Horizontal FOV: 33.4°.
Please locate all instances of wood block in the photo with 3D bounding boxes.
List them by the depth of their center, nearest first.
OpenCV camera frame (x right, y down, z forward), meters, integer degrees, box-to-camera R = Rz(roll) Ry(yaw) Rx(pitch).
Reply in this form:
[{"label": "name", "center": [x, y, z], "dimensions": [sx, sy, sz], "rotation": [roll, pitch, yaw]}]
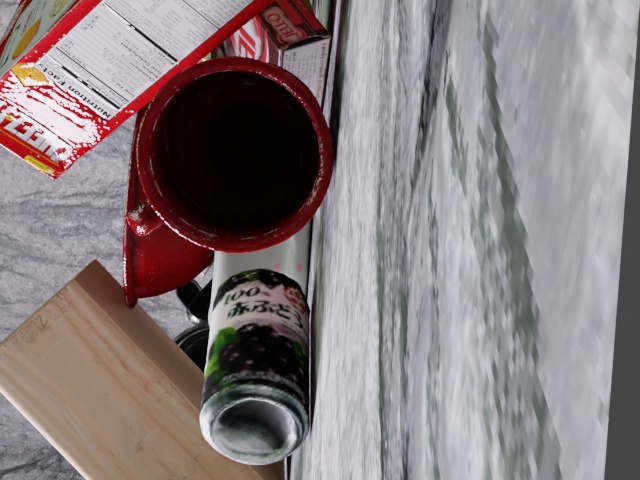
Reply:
[{"label": "wood block", "center": [-0.125, 0.123, 0.743], "dimensions": [0.090, 0.206, 0.091], "rotation": [-41, 8, 3]}]

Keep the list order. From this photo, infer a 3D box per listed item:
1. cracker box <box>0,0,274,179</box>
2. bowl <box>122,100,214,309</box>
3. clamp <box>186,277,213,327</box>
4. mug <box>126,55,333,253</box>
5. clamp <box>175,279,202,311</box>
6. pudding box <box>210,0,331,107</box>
[{"label": "cracker box", "center": [-0.087, -0.150, 0.574], "dimensions": [0.214, 0.072, 0.164], "rotation": [-31, 34, 36]}, {"label": "bowl", "center": [-0.098, -0.031, 0.735], "dimensions": [0.162, 0.055, 0.162], "rotation": [-176, 91, -86]}, {"label": "clamp", "center": [-0.056, 0.001, 0.966], "dimensions": [0.164, 0.036, 0.210], "rotation": [-60, -5, 0]}, {"label": "mug", "center": [-0.048, -0.041, 0.539], "dimensions": [0.093, 0.117, 0.081], "rotation": [51, -170, -9]}, {"label": "clamp", "center": [-0.088, 0.109, 1.055], "dimensions": [0.120, 0.039, 0.171], "rotation": [51, 167, 33]}, {"label": "pudding box", "center": [-0.034, -0.106, 0.654], "dimensions": [0.090, 0.039, 0.113], "rotation": [57, 157, 33]}]
